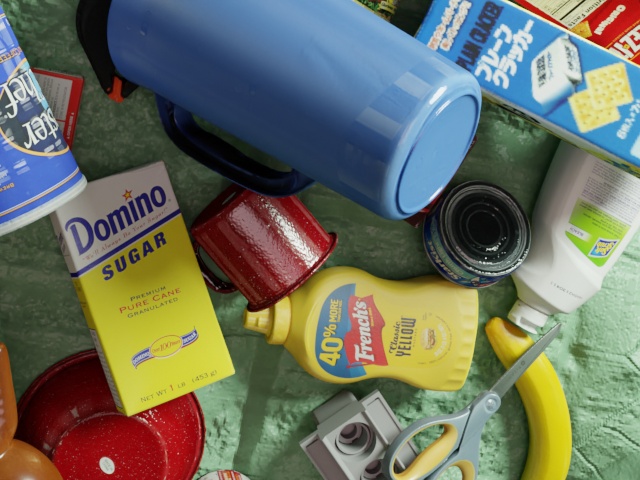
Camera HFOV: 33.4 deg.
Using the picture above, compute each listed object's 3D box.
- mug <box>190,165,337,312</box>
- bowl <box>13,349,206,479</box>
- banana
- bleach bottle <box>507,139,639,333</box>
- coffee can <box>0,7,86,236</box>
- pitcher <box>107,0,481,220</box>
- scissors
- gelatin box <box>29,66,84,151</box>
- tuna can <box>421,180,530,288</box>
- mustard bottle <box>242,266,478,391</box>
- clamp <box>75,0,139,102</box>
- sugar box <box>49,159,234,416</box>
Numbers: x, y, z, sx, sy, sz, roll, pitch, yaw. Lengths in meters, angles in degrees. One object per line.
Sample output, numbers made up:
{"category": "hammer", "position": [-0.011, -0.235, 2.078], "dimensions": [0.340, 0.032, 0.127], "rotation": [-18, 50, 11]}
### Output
{"category": "mug", "position": [-0.056, 0.001, 0.841], "dimensions": [0.117, 0.093, 0.081], "rotation": [-31, 106, 34]}
{"category": "bowl", "position": [-0.171, 0.171, 0.867], "dimensions": [0.162, 0.055, 0.162], "rotation": [-3, 103, -11]}
{"category": "banana", "position": [0.189, 0.159, 0.950], "dimensions": [0.069, 0.037, 0.198], "rotation": [-10, 105, -11]}
{"category": "bleach bottle", "position": [0.226, -0.039, 0.899], "dimensions": [0.102, 0.068, 0.251], "rotation": [26, 99, -14]}
{"category": "coffee can", "position": [-0.237, -0.080, 0.734], "dimensions": [0.102, 0.103, 0.140], "rotation": [-25, 108, -6]}
{"category": "pitcher", "position": [-0.019, -0.107, 0.732], "dimensions": [0.243, 0.149, 0.145], "rotation": [33, 82, 23]}
{"category": "scissors", "position": [0.142, 0.158, 0.904], "dimensions": [0.201, 0.016, 0.096], "rotation": [-29, 108, -18]}
{"category": "gelatin box", "position": [-0.228, -0.097, 0.803], "dimensions": [0.089, 0.030, 0.073], "rotation": [10, 102, -13]}
{"category": "tuna can", "position": [0.129, -0.006, 0.879], "dimensions": [0.086, 0.034, 0.086], "rotation": [6, 70, -18]}
{"category": "mustard bottle", "position": [0.031, 0.071, 0.884], "dimensions": [0.191, 0.058, 0.096], "rotation": [6, 100, -13]}
{"category": "clamp", "position": [-0.145, -0.192, 0.793], "dimensions": [0.120, 0.039, 0.171], "rotation": [21, 98, -15]}
{"category": "sugar box", "position": [-0.138, 0.035, 0.821], "dimensions": [0.093, 0.048, 0.176], "rotation": [-21, 97, -20]}
